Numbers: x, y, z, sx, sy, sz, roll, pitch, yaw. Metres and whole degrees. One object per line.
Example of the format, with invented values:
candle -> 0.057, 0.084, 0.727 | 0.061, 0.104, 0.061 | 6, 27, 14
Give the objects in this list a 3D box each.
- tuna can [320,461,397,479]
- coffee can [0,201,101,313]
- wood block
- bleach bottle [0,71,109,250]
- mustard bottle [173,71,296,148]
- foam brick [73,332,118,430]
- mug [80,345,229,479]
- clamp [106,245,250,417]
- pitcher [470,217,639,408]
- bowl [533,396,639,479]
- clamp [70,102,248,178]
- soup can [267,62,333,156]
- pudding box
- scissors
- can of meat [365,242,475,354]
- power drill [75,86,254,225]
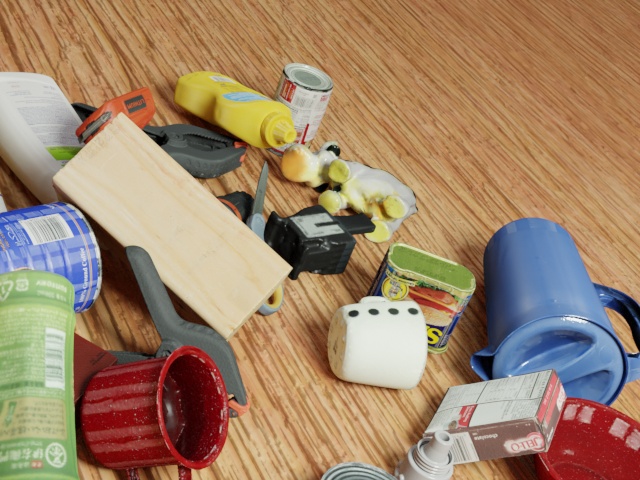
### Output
tuna can -> 0.034, 0.222, 0.860 | 0.086, 0.034, 0.086 | 16, 32, -10
coffee can -> -0.271, 0.027, 0.898 | 0.140, 0.103, 0.103 | -15, 47, -46
wood block -> -0.135, -0.006, 0.970 | 0.206, 0.091, 0.090 | 43, 75, 2
bleach bottle -> -0.275, -0.080, 1.104 | 0.102, 0.068, 0.251 | -7, 44, -38
mustard bottle -> -0.091, -0.154, 1.290 | 0.096, 0.058, 0.192 | 2, 19, -41
foam brick -> -0.206, 0.118, 0.850 | 0.053, 0.051, 0.078 | 29, 32, 9
mug -> -0.127, 0.144, 0.819 | 0.082, 0.117, 0.093 | -12, -8, 27
clamp -> -0.139, 0.101, 0.902 | 0.171, 0.120, 0.039 | 44, 7, 4
pitcher -> 0.247, 0.075, 1.132 | 0.149, 0.145, 0.242 | 39, 24, -17
bowl -> 0.257, 0.220, 0.984 | 0.162, 0.055, 0.162 | 16, 31, -10
clamp -> -0.182, -0.111, 1.234 | 0.209, 0.036, 0.165 | -5, 39, -41
soup can -> -0.031, -0.163, 1.347 | 0.068, 0.102, 0.068 | 16, 32, -10
pudding box -> 0.159, 0.161, 0.968 | 0.114, 0.039, 0.089 | -13, 16, 29
scissors -> -0.057, 0.001, 1.105 | 0.096, 0.016, 0.201 | 51, 32, -18
can of meat -> 0.100, 0.059, 1.105 | 0.102, 0.084, 0.057 | 20, 31, -5
power drill -> -0.152, -0.068, 1.105 | 0.187, 0.057, 0.184 | 51, 24, -2
